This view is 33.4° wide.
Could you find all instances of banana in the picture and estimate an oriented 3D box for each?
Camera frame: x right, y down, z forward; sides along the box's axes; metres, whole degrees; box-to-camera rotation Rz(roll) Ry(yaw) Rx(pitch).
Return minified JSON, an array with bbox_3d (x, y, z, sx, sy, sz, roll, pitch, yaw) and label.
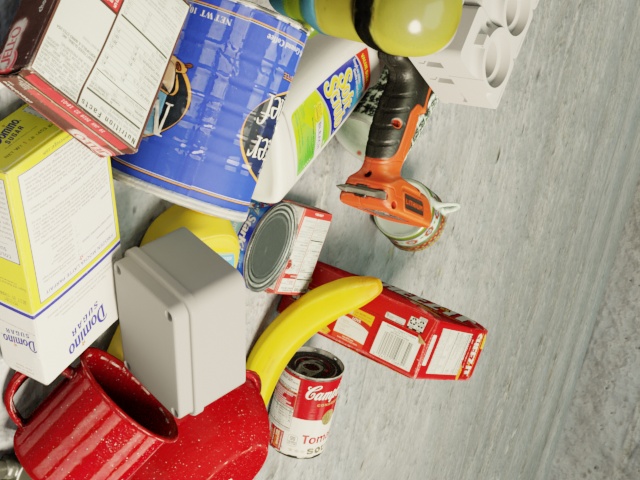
[{"bbox_3d":[-0.021,0.099,1.049,0.198,0.070,0.037,-53,166,9],"label":"banana"}]

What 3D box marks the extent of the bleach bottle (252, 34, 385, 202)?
[{"bbox_3d":[0.000,-0.142,0.924,0.250,0.068,0.102,-51,151,-39],"label":"bleach bottle"}]

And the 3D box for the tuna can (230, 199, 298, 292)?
[{"bbox_3d":[-0.056,0.001,0.956,0.086,0.034,0.086,-47,149,-41],"label":"tuna can"}]

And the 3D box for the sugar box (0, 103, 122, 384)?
[{"bbox_3d":[-0.174,-0.001,0.688,0.093,0.048,0.176,-47,152,-44],"label":"sugar box"}]

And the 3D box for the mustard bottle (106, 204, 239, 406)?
[{"bbox_3d":[-0.110,0.035,0.838,0.096,0.058,0.192,5,105,-55],"label":"mustard bottle"}]

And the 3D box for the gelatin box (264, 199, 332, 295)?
[{"bbox_3d":[-0.027,0.008,1.032,0.073,0.030,0.089,9,102,-68],"label":"gelatin box"}]

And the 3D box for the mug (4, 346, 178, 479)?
[{"bbox_3d":[-0.170,0.129,0.752,0.081,0.093,0.117,-46,114,4],"label":"mug"}]

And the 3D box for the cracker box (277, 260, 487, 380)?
[{"bbox_3d":[0.074,0.087,1.147,0.072,0.164,0.213,-67,157,2],"label":"cracker box"}]

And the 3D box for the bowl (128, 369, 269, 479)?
[{"bbox_3d":[-0.095,0.183,0.882,0.162,0.055,0.162,-37,156,-20],"label":"bowl"}]

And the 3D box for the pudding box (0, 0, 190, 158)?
[{"bbox_3d":[-0.131,-0.118,0.626,0.090,0.039,0.113,41,58,-45],"label":"pudding box"}]

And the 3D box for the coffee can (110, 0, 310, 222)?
[{"bbox_3d":[-0.078,-0.095,0.740,0.102,0.103,0.140,10,100,-66],"label":"coffee can"}]

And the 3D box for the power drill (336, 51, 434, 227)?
[{"bbox_3d":[0.086,-0.110,0.971,0.184,0.057,0.187,15,87,-57],"label":"power drill"}]

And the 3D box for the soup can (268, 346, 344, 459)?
[{"bbox_3d":[-0.018,0.174,1.147,0.068,0.069,0.102,-26,134,-57],"label":"soup can"}]
